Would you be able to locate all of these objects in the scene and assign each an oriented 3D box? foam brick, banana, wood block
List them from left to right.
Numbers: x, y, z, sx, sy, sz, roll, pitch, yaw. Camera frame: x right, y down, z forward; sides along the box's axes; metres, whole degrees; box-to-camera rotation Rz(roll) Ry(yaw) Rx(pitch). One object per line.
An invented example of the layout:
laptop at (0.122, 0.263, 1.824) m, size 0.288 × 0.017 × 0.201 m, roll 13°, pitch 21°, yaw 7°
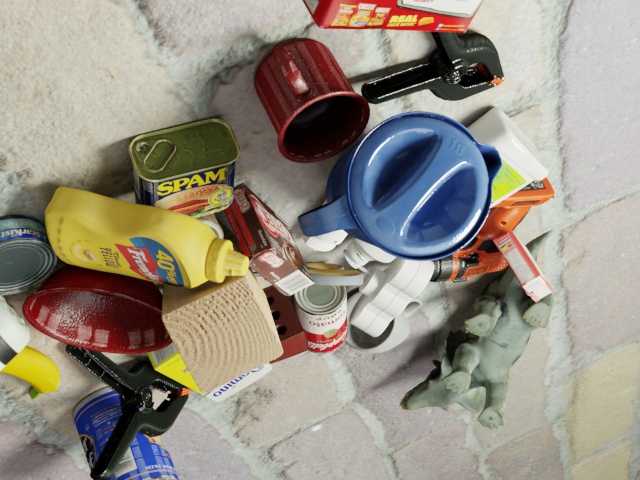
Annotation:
banana at (-0.348, 0.142, 1.201) m, size 0.069 × 0.037 × 0.197 m, roll -31°, pitch 149°, yaw 6°
wood block at (-0.105, 0.070, 1.109) m, size 0.091 × 0.090 × 0.206 m, roll -27°, pitch -166°, yaw -2°
foam brick at (-0.055, 0.103, 1.324) m, size 0.053 × 0.078 × 0.051 m, roll -21°, pitch 150°, yaw -9°

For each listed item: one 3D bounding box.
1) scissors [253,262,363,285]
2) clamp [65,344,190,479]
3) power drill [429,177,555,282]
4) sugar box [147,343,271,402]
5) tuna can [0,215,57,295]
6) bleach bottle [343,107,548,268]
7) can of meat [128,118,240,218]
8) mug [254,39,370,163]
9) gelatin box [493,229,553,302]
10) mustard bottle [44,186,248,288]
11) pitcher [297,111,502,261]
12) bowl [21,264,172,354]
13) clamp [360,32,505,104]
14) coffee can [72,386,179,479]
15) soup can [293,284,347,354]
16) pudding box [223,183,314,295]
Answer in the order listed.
scissors at (-0.050, 0.037, 1.277) m, size 0.201 × 0.016 × 0.096 m, roll 4°, pitch -172°, yaw -3°
clamp at (-0.230, 0.187, 1.303) m, size 0.036 × 0.164 × 0.209 m, roll -16°, pitch 178°, yaw 26°
power drill at (0.197, -0.016, 1.357) m, size 0.184 × 0.057 × 0.188 m, roll -9°, pitch 148°, yaw -33°
sugar box at (-0.139, 0.150, 1.362) m, size 0.093 × 0.048 × 0.176 m, roll -32°, pitch 148°, yaw 8°
tuna can at (-0.305, 0.015, 1.047) m, size 0.086 × 0.034 × 0.086 m, roll -19°, pitch 148°, yaw -13°
bleach bottle at (0.136, -0.045, 1.252) m, size 0.251 × 0.068 × 0.102 m, roll -37°, pitch 129°, yaw 20°
can of meat at (-0.132, -0.064, 1.039) m, size 0.102 × 0.057 × 0.084 m, roll -16°, pitch 150°, yaw -17°
mug at (-0.016, -0.138, 0.990) m, size 0.093 × 0.081 × 0.117 m, roll -31°, pitch 149°, yaw 7°
gelatin box at (0.257, 0.033, 1.352) m, size 0.030 × 0.073 × 0.089 m, roll -33°, pitch 155°, yaw 11°
mustard bottle at (-0.160, 0.004, 1.016) m, size 0.192 × 0.058 × 0.096 m, roll 12°, pitch 146°, yaw 13°
pitcher at (0.063, -0.047, 1.054) m, size 0.243 × 0.149 × 0.145 m, roll -175°, pitch -72°, yaw -82°
bowl at (-0.227, 0.064, 1.123) m, size 0.162 × 0.055 × 0.162 m, roll 5°, pitch 151°, yaw 2°
clamp at (0.119, -0.172, 1.081) m, size 0.120 × 0.039 × 0.171 m, roll -42°, pitch 146°, yaw 27°
coffee can at (-0.248, 0.269, 1.364) m, size 0.102 × 0.140 × 0.103 m, roll -19°, pitch 148°, yaw -13°
soup can at (0.001, 0.091, 1.357) m, size 0.068 × 0.068 × 0.102 m, roll -20°, pitch 148°, yaw -11°
pudding box at (-0.058, 0.002, 1.159) m, size 0.039 × 0.090 × 0.113 m, roll -30°, pitch 150°, yaw 8°
